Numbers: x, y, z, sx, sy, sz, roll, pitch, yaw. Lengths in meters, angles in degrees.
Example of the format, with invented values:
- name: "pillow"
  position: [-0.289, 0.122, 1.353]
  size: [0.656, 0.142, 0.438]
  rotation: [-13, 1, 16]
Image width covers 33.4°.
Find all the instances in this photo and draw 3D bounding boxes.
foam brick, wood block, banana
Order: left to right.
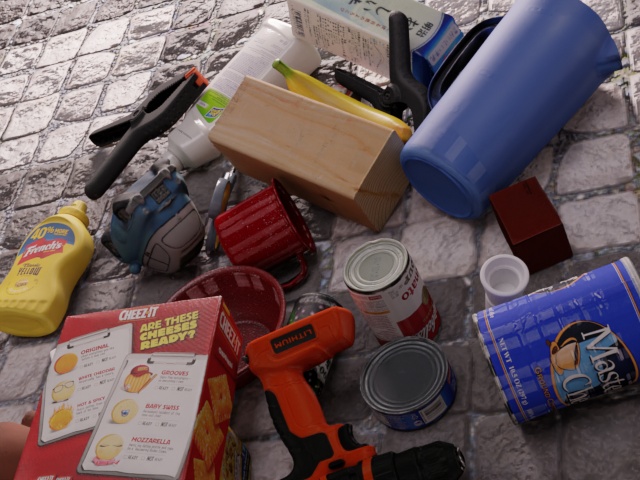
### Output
- name: "wood block"
  position: [-0.010, -0.098, 1.189]
  size: [0.206, 0.090, 0.090]
  rotation: [25, 78, 30]
- name: "banana"
  position: [0.029, -0.148, 1.218]
  size: [0.198, 0.069, 0.037]
  rotation: [30, 95, 26]
- name: "foam brick"
  position: [0.207, -0.014, 1.051]
  size: [0.053, 0.051, 0.078]
  rotation: [-23, 42, 6]

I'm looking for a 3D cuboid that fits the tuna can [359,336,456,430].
- name: "tuna can"
  position: [0.082, 0.133, 0.991]
  size: [0.086, 0.033, 0.086]
  rotation: [-16, 43, 16]

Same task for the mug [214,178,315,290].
- name: "mug"
  position: [-0.058, 0.001, 1.170]
  size: [0.081, 0.093, 0.117]
  rotation: [-29, 78, 8]

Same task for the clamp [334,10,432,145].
- name: "clamp"
  position: [0.079, -0.165, 1.235]
  size: [0.120, 0.039, 0.171]
  rotation: [-34, 67, 46]

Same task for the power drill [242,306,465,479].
- name: "power drill"
  position: [0.019, 0.157, 0.942]
  size: [0.184, 0.057, 0.188]
  rotation: [-22, 64, 11]

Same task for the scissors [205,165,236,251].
- name: "scissors"
  position: [-0.114, -0.052, 1.286]
  size: [0.016, 0.096, 0.201]
  rotation: [13, 18, 0]

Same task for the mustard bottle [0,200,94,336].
- name: "mustard bottle"
  position: [-0.331, 0.027, 1.313]
  size: [0.096, 0.058, 0.191]
  rotation: [-3, 48, 26]

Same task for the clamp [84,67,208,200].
- name: "clamp"
  position: [-0.237, -0.157, 1.416]
  size: [0.210, 0.036, 0.165]
  rotation: [-41, 31, 9]

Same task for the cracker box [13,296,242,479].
- name: "cracker box"
  position: [-0.166, 0.160, 0.947]
  size: [0.164, 0.072, 0.213]
  rotation: [-8, 45, 16]

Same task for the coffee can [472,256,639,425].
- name: "coffee can"
  position: [0.214, 0.086, 0.910]
  size: [0.140, 0.102, 0.103]
  rotation: [-22, 42, 10]

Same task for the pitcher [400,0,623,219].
- name: "pitcher"
  position: [0.188, -0.145, 1.136]
  size: [0.242, 0.145, 0.149]
  rotation: [-49, 4, -16]

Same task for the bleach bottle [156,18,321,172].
- name: "bleach bottle"
  position: [-0.117, -0.180, 1.390]
  size: [0.250, 0.068, 0.103]
  rotation: [-45, 42, -12]

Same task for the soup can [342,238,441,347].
- name: "soup can"
  position: [0.069, 0.055, 1.023]
  size: [0.068, 0.102, 0.068]
  rotation: [-16, 43, 15]

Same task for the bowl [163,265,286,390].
- name: "bowl"
  position: [-0.100, 0.104, 1.107]
  size: [0.162, 0.055, 0.162]
  rotation: [-16, 43, 16]
